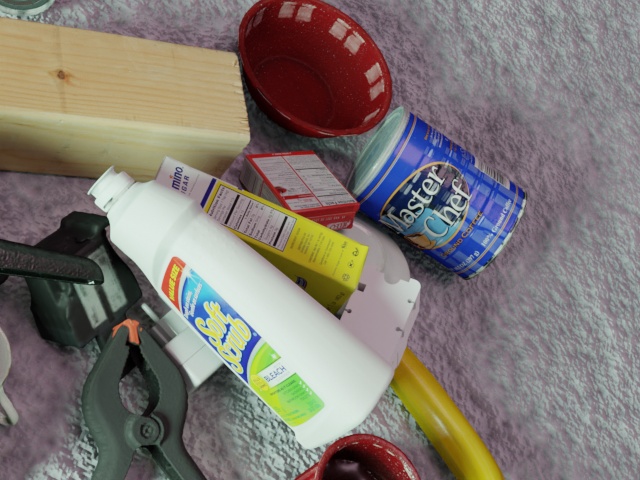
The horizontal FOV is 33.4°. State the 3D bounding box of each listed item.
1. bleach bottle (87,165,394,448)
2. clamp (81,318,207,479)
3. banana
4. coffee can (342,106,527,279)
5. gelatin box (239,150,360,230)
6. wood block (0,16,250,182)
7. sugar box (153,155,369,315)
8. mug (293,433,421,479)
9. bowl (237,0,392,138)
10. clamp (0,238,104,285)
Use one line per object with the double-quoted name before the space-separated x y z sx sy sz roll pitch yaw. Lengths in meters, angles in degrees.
"bleach bottle" -0.068 0.043 0.780 0.251 0.103 0.068 42 55 -6
"clamp" -0.121 0.145 0.773 0.120 0.039 0.171 9 74 -35
"banana" 0.104 0.154 0.895 0.037 0.069 0.198 -35 65 -3
"coffee can" 0.104 -0.043 0.986 0.140 0.103 0.102 33 51 -10
"gelatin box" -0.019 -0.042 0.942 0.073 0.030 0.089 -8 43 -33
"wood block" -0.173 -0.109 0.873 0.205 0.090 0.091 4 62 -29
"sugar box" -0.056 0.001 0.853 0.176 0.093 0.048 21 66 -4
"mug" 0.030 0.205 0.809 0.117 0.082 0.093 12 57 -24
"bowl" -0.014 -0.154 1.014 0.162 0.055 0.162 14 56 -23
"clamp" -0.257 0.022 0.675 0.209 0.036 0.164 42 59 -22
